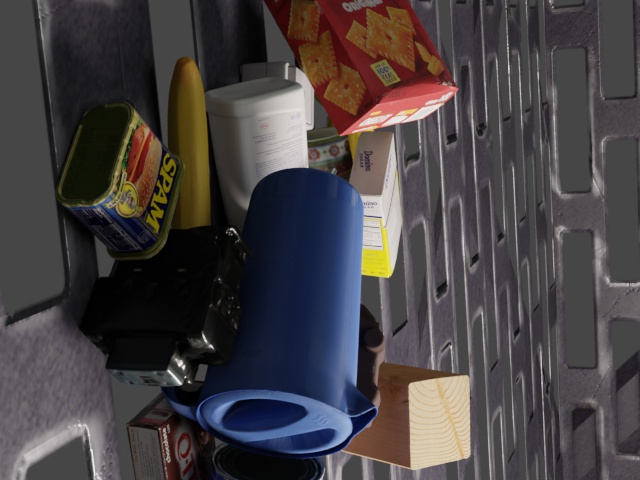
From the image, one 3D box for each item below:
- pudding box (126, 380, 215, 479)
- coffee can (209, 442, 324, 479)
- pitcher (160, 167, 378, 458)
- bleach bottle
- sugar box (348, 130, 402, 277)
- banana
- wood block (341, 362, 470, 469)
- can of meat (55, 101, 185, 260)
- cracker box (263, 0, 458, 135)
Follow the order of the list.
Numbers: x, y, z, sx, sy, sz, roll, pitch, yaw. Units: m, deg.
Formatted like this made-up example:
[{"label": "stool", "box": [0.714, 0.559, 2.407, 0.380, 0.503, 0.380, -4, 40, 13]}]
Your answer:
[{"label": "pudding box", "box": [-0.129, 0.193, 0.950, 0.090, 0.039, 0.113, -44, 130, -62]}, {"label": "coffee can", "box": [-0.055, 0.263, 0.963, 0.102, 0.103, 0.140, -27, 127, -66]}, {"label": "pitcher", "box": [-0.035, 0.058, 0.942, 0.149, 0.145, 0.242, 27, 51, -27]}, {"label": "bleach bottle", "box": [-0.058, -0.034, 1.090, 0.102, 0.068, 0.251, -19, 117, -34]}, {"label": "sugar box", "box": [0.065, -0.040, 1.260, 0.176, 0.048, 0.093, 74, 24, -55]}, {"label": "banana", "box": [-0.117, -0.063, 0.964, 0.070, 0.037, 0.198, 174, -87, -74]}, {"label": "wood block", "box": [0.060, 0.185, 1.180, 0.090, 0.207, 0.091, -2, 91, -38]}, {"label": "can of meat", "box": [-0.160, -0.049, 0.857, 0.084, 0.058, 0.102, 54, 41, -51]}, {"label": "cracker box", "box": [0.040, -0.229, 1.161, 0.163, 0.072, 0.214, -18, 77, -49]}]
